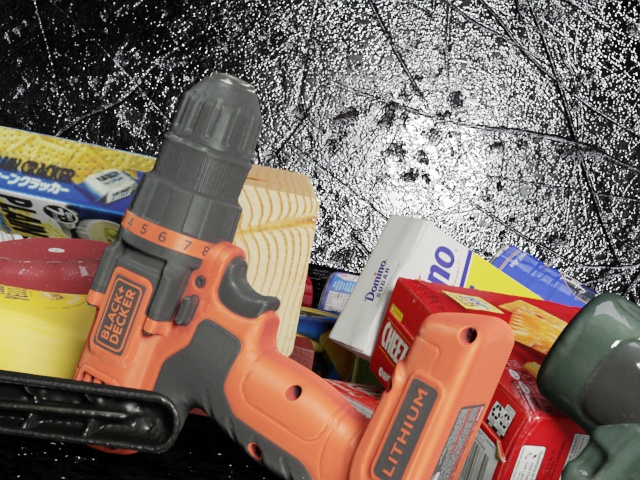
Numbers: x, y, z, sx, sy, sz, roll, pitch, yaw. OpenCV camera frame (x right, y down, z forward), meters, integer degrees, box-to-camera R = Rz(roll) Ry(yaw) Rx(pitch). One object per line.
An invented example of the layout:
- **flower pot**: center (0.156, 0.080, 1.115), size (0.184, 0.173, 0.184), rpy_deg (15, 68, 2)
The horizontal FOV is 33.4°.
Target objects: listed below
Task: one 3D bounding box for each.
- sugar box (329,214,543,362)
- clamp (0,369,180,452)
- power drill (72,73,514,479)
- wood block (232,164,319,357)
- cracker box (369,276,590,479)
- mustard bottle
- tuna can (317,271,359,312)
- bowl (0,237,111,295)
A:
- **sugar box**: center (0.099, 0.064, 0.699), size (0.176, 0.093, 0.048), rpy_deg (31, -9, -31)
- **clamp**: center (-0.173, 0.064, 0.457), size (0.164, 0.036, 0.210), rpy_deg (5, 3, -41)
- **power drill**: center (-0.015, 0.035, 0.469), size (0.188, 0.184, 0.057), rpy_deg (23, 7, 27)
- **wood block**: center (-0.054, 0.000, 0.663), size (0.091, 0.090, 0.206), rpy_deg (11, 6, -3)
- **cracker box**: center (0.157, 0.092, 0.601), size (0.213, 0.072, 0.164), rpy_deg (9, 18, -22)
- **mustard bottle**: center (-0.204, 0.046, 0.575), size (0.191, 0.058, 0.096), rpy_deg (11, 7, -18)
- **tuna can**: center (0.019, 0.070, 0.904), size (0.034, 0.086, 0.086), rpy_deg (11, 1, 12)
- **bowl**: center (-0.182, 0.032, 0.725), size (0.162, 0.055, 0.162), rpy_deg (3, 9, -1)
